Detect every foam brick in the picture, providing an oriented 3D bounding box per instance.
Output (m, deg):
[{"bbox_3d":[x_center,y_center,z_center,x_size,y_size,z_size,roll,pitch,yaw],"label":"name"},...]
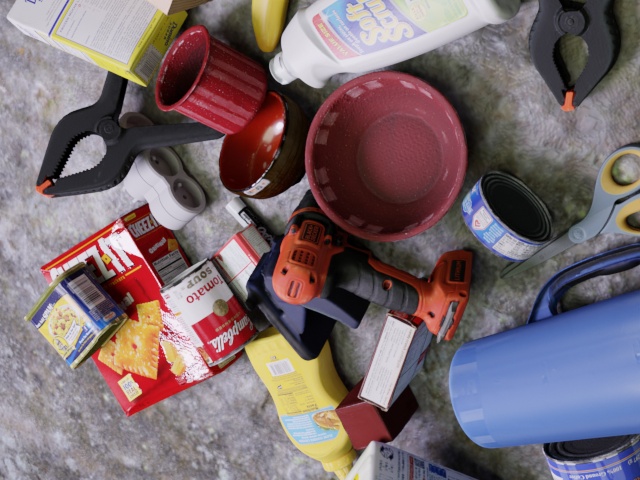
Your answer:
[{"bbox_3d":[0.061,0.181,1.148,0.051,0.078,0.053,-21,99,33],"label":"foam brick"}]

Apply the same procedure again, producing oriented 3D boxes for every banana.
[{"bbox_3d":[-0.021,-0.269,1.027,0.069,0.037,0.198,48,125,5],"label":"banana"}]

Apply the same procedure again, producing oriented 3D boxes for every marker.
[{"bbox_3d":[-0.058,0.001,1.174,0.121,0.020,0.020,47,125,4],"label":"marker"}]

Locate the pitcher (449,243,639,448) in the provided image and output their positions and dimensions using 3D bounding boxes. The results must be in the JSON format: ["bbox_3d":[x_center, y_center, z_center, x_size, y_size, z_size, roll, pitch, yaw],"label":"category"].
[{"bbox_3d":[0.244,0.113,0.994,0.243,0.149,0.145,-19,115,37],"label":"pitcher"}]

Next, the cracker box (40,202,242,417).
[{"bbox_3d":[-0.216,0.085,1.269,0.164,0.072,0.213,-28,95,35],"label":"cracker box"}]

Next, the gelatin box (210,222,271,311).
[{"bbox_3d":[-0.078,0.030,1.178,0.073,0.030,0.089,52,146,1],"label":"gelatin box"}]

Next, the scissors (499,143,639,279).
[{"bbox_3d":[0.242,-0.028,0.993,0.202,0.016,0.096,-15,101,34],"label":"scissors"}]

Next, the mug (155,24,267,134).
[{"bbox_3d":[-0.113,-0.162,1.089,0.093,0.081,0.117,-62,35,6],"label":"mug"}]

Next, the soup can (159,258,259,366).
[{"bbox_3d":[-0.124,0.079,1.188,0.069,0.068,0.102,-29,98,35],"label":"soup can"}]

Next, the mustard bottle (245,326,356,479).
[{"bbox_3d":[-0.007,0.185,1.200,0.096,0.058,0.191,-18,100,36],"label":"mustard bottle"}]

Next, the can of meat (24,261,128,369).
[{"bbox_3d":[-0.281,0.088,1.231,0.084,0.057,0.102,48,127,4],"label":"can of meat"}]

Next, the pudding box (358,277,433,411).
[{"bbox_3d":[0.085,0.106,1.094,0.039,0.089,0.114,25,121,18],"label":"pudding box"}]

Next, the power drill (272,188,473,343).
[{"bbox_3d":[0.053,0.019,1.050,0.187,0.184,0.057,16,124,1],"label":"power drill"}]

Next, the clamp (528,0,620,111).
[{"bbox_3d":[0.228,-0.197,0.914,0.120,0.039,0.171,3,118,34],"label":"clamp"}]

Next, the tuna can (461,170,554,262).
[{"bbox_3d":[0.173,-0.022,0.991,0.086,0.086,0.034,45,127,6],"label":"tuna can"}]

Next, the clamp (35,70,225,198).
[{"bbox_3d":[-0.225,-0.127,1.145,0.210,0.036,0.164,-34,82,-1],"label":"clamp"}]

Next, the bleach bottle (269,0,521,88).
[{"bbox_3d":[0.055,-0.201,0.998,0.251,0.068,0.102,-23,96,37],"label":"bleach bottle"}]

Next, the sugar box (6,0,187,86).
[{"bbox_3d":[-0.237,-0.237,1.129,0.176,0.048,0.093,26,82,26],"label":"sugar box"}]

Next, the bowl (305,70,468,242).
[{"bbox_3d":[0.069,-0.080,1.029,0.162,0.055,0.162,1,93,22],"label":"bowl"}]
